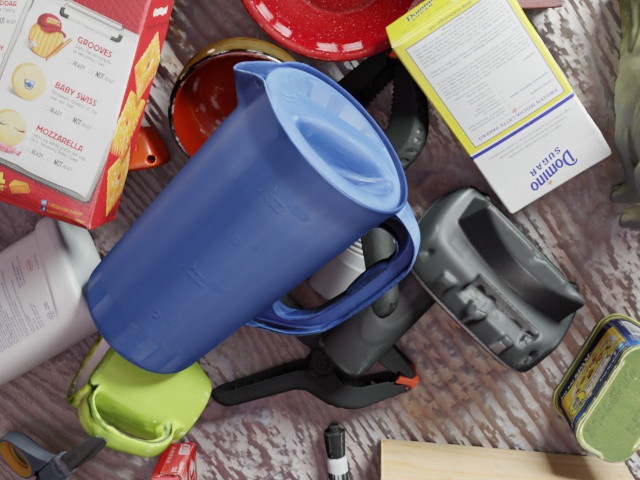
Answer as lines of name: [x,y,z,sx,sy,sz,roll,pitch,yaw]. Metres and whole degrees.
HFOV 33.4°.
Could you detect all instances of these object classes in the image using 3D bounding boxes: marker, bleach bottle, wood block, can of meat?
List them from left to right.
bleach bottle: [-0.294,0.079,0.880,0.251,0.068,0.102,-28,74,13]
marker: [0.017,0.215,0.917,0.020,0.020,0.121,-5,101,4]
wood block: [0.149,0.228,0.878,0.206,0.090,0.091,4,101,2]
can of meat: [0.237,0.118,0.854,0.057,0.084,0.102,29,101,-3]

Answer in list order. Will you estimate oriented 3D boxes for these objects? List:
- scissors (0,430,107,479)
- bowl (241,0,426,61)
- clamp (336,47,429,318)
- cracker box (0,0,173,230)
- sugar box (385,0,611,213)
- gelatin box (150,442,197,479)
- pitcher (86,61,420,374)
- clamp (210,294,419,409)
scissors: [-0.221,0.170,0.864,0.096,0.016,0.202,44,141,12]
bowl: [0.014,-0.218,0.813,0.162,0.055,0.162,1,101,3]
clamp: [0.033,-0.053,0.828,0.165,0.036,0.210,34,97,29]
cracker box: [-0.206,-0.134,0.776,0.164,0.072,0.214,18,100,4]
sugar box: [0.136,-0.112,0.803,0.093,0.048,0.176,-31,121,15]
gelatin box: [-0.121,0.224,0.898,0.030,0.073,0.089,-1,100,2]
pitcher: [-0.055,0.001,0.785,0.243,0.144,0.149,-41,55,28]
clamp: [-0.007,0.104,0.887,0.171,0.039,0.120,22,111,-3]
